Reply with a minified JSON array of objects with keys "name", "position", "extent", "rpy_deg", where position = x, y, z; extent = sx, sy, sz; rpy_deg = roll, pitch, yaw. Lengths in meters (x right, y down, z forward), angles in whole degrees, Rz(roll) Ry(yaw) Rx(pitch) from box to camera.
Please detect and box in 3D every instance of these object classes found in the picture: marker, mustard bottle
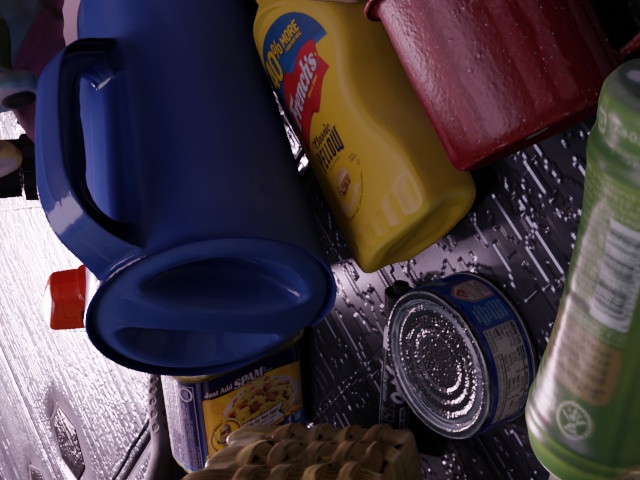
[{"name":"marker","position":[0.046,0.078,0.639],"extent":[0.020,0.020,0.121],"rpy_deg":[32,130,47]},{"name":"mustard bottle","position":[0.011,-0.084,0.578],"extent":[0.192,0.058,0.096],"rpy_deg":[64,155,15]}]

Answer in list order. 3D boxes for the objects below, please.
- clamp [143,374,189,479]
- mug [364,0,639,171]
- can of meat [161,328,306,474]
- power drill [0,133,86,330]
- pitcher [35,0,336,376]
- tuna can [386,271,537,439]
[{"name":"clamp","position":[-0.108,0.165,0.850],"extent":[0.164,0.036,0.210],"rpy_deg":[61,-153,-63]},{"name":"mug","position":[0.087,-0.086,0.445],"extent":[0.117,0.093,0.081],"rpy_deg":[-26,86,22]},{"name":"can of meat","position":[-0.059,0.105,0.738],"extent":[0.058,0.101,0.084],"rpy_deg":[26,128,49]},{"name":"power drill","position":[-0.184,-0.009,0.819],"extent":[0.188,0.184,0.057],"rpy_deg":[98,163,-48]},{"name":"pitcher","position":[-0.085,-0.057,0.614],"extent":[0.149,0.145,0.243],"rpy_deg":[97,162,-54]},{"name":"tuna can","position":[0.074,0.062,0.573],"extent":[0.086,0.033,0.086],"rpy_deg":[32,130,47]}]
